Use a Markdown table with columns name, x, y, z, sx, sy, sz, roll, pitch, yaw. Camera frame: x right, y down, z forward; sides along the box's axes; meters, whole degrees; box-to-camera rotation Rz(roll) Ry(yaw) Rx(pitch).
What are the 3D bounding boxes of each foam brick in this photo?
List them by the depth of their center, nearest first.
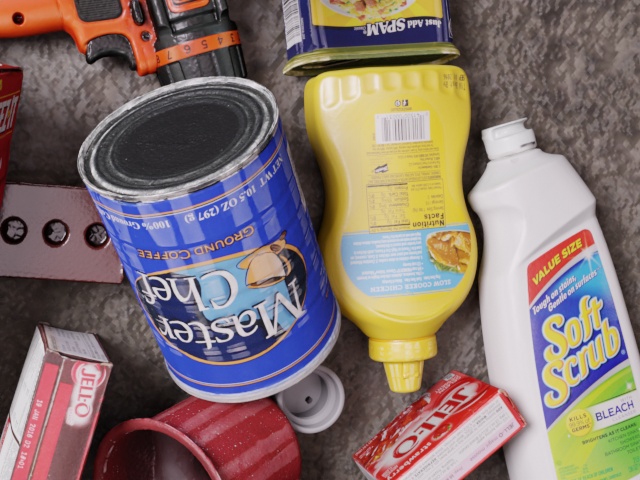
| name | x | y | z | sx | sy | sz | roll | pitch | yaw |
| --- | --- | --- | --- | --- | --- | --- | --- | --- | --- |
| foam brick | -0.147 | -0.005 | 0.590 | 0.078 | 0.051 | 0.053 | 3 | 92 | -15 |

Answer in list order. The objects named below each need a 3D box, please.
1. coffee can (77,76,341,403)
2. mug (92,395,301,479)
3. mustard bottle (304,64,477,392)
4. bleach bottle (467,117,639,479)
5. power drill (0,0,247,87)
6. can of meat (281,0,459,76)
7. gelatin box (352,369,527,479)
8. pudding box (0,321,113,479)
| name | x | y | z | sx | sy | sz | roll | pitch | yaw |
| --- | --- | --- | --- | --- | --- | --- | --- | --- | --- |
| coffee can | -0.054 | 0.001 | 0.559 | 0.102 | 0.103 | 0.140 | -26 | 129 | -12 |
| mug | -0.070 | 0.135 | 0.593 | 0.093 | 0.081 | 0.117 | 51 | 123 | 11 |
| mustard bottle | 0.045 | -0.005 | 0.635 | 0.096 | 0.058 | 0.191 | -5 | 93 | -15 |
| bleach bottle | 0.139 | 0.051 | 0.661 | 0.102 | 0.068 | 0.251 | -17 | 94 | -14 |
| power drill | -0.137 | -0.102 | 0.588 | 0.187 | 0.057 | 0.184 | -18 | 96 | -15 |
| can of meat | 0.026 | -0.144 | 0.626 | 0.102 | 0.057 | 0.084 | -6 | 92 | -15 |
| gelatin box | 0.069 | 0.119 | 0.639 | 0.089 | 0.073 | 0.030 | -39 | 101 | -10 |
| pudding box | -0.142 | 0.095 | 0.564 | 0.039 | 0.114 | 0.090 | 17 | 89 | -18 |
